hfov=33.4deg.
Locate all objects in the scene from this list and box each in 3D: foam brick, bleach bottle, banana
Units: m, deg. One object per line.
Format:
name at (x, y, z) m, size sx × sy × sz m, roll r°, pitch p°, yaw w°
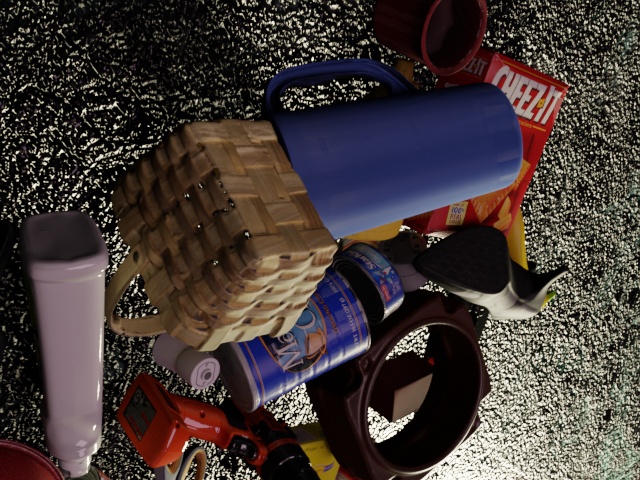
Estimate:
foam brick at (0.101, 0.182, 1.328) m, size 0.078 × 0.051 × 0.053 m, roll -20°, pitch 127°, yaw -36°
bleach bottle at (-0.219, 0.105, 0.929) m, size 0.068 × 0.103 × 0.251 m, roll -7°, pitch 120°, yaw -19°
banana at (0.254, 0.036, 1.362) m, size 0.069 × 0.037 × 0.197 m, roll -63°, pitch 143°, yaw -29°

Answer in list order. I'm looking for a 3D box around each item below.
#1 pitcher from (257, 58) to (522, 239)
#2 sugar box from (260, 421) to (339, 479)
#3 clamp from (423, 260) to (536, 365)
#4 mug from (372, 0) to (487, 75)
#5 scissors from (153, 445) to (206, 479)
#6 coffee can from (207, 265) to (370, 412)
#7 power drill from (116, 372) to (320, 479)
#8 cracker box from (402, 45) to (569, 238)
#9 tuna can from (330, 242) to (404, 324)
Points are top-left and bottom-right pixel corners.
pitcher at (0.063, -0.089, 1.025) m, size 0.242 × 0.145 × 0.149 m, roll -14°, pitch 127°, yaw -16°
sugar box at (-0.032, 0.304, 1.274) m, size 0.093 × 0.048 × 0.176 m, roll -1°, pitch 113°, yaw -44°
clamp at (0.193, 0.069, 1.363) m, size 0.210 × 0.036 × 0.164 m, roll -52°, pitch 137°, yaw -13°
mug at (0.104, -0.231, 1.064) m, size 0.093 × 0.082 × 0.117 m, roll -35°, pitch 134°, yaw -25°
scissors at (-0.164, 0.266, 1.070) m, size 0.201 × 0.016 × 0.096 m, roll -59°, pitch 135°, yaw -56°
coffee can at (-0.035, 0.099, 1.091) m, size 0.140 × 0.103 × 0.103 m, roll -25°, pitch 129°, yaw -22°
power drill at (-0.097, 0.202, 1.060) m, size 0.187 × 0.185 × 0.057 m, roll 24°, pitch 100°, yaw -40°
cracker box at (0.184, -0.104, 1.225) m, size 0.163 × 0.072 × 0.214 m, roll 10°, pitch 105°, yaw -48°
tuna can at (0.049, 0.045, 1.137) m, size 0.033 × 0.086 × 0.086 m, roll -35°, pitch 134°, yaw -28°
